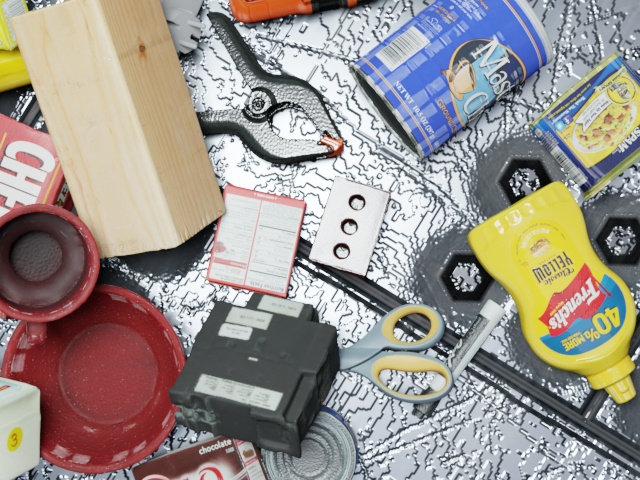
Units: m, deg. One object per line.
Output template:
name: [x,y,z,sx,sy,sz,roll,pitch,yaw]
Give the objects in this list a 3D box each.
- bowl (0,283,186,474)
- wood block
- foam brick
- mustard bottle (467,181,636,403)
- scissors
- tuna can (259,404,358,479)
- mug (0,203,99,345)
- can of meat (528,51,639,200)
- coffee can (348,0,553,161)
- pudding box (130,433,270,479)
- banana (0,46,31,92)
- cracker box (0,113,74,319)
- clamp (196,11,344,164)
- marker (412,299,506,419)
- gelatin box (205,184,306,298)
bowl: [-0.192,0.118,0.931,0.162,0.055,0.162,0,88,3]
wood block: [-0.163,-0.100,0.880,0.090,0.090,0.206,-8,107,27]
foam brick: [0.026,-0.011,0.927,0.053,0.051,0.078,17,89,4]
mustard bottle: [0.212,0.052,0.912,0.096,0.058,0.191,-30,87,2]
scissors: [0.022,0.088,0.940,0.202,0.016,0.096,13,72,14]
tuna can: [-0.010,0.186,0.930,0.086,0.034,0.086,0,88,3]
mug: [-0.230,0.026,0.864,0.093,0.082,0.117,-3,96,-18]
can of meat: [0.243,-0.099,0.918,0.102,0.057,0.084,-39,84,0]
coffee can: [0.110,-0.150,0.903,0.140,0.103,0.103,-38,86,1]
pudding box: [-0.097,0.218,0.914,0.114,0.039,0.090,-23,87,21]
banana: [-0.258,-0.147,0.920,0.070,0.197,0.037,28,130,36]
cracker box: [-0.334,-0.044,0.937,0.213,0.072,0.164,21,89,3]
clamp: [-0.063,-0.111,0.944,0.171,0.039,0.120,36,96,11]
marker: [0.120,0.106,0.934,0.020,0.020,0.121,36,90,4]
gelatin box: [-0.056,0.001,0.942,0.073,0.030,0.089,12,88,2]
